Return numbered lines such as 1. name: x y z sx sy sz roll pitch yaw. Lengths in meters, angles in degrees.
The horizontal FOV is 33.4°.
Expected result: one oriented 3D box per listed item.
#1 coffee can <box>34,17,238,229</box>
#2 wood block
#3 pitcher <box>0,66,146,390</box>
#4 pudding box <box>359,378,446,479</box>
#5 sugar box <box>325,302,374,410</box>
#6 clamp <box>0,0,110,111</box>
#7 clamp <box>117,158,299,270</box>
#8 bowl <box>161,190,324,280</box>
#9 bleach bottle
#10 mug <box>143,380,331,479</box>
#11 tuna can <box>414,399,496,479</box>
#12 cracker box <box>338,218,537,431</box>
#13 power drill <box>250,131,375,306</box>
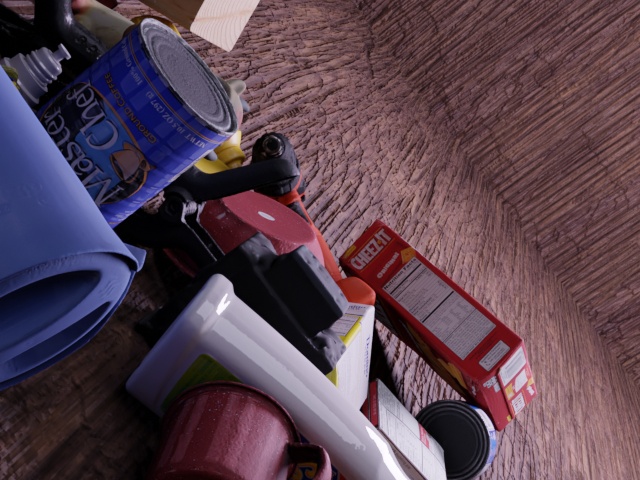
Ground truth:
1. coffee can: -0.145 -0.077 0.772 0.102 0.140 0.103 48 18 -21
2. wood block: -0.167 -0.285 1.084 0.206 0.090 0.090 33 8 21
3. pitcher: -0.217 -0.042 0.558 0.243 0.145 0.149 55 4 18
4. pudding box: 0.074 0.198 1.014 0.113 0.039 0.090 47 18 -16
5. sugar box: 0.008 0.116 0.908 0.176 0.048 0.093 -43 138 -76
6. clamp: -0.204 -0.155 0.796 0.210 0.165 0.036 54 39 -33
7. clamp: -0.099 -0.033 0.832 0.171 0.120 0.039 28 3 14
8. bowl: -0.056 0.001 0.909 0.162 0.055 0.162 24 19 -9
9. bleach bottle: -0.004 0.138 0.715 0.251 0.103 0.068 39 34 -4
10. mug: -0.051 0.145 0.646 0.081 0.117 0.093 -72 157 -64
11. tuna can: 0.134 0.204 1.083 0.086 0.086 0.033 60 16 19
12. cracker box: 0.127 0.094 1.151 0.214 0.072 0.164 41 -9 30
13. power drill: -0.012 -0.006 1.061 0.188 0.057 0.184 62 -6 14
